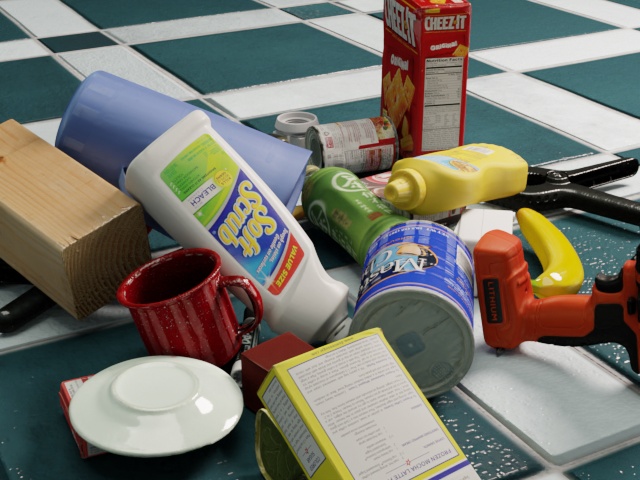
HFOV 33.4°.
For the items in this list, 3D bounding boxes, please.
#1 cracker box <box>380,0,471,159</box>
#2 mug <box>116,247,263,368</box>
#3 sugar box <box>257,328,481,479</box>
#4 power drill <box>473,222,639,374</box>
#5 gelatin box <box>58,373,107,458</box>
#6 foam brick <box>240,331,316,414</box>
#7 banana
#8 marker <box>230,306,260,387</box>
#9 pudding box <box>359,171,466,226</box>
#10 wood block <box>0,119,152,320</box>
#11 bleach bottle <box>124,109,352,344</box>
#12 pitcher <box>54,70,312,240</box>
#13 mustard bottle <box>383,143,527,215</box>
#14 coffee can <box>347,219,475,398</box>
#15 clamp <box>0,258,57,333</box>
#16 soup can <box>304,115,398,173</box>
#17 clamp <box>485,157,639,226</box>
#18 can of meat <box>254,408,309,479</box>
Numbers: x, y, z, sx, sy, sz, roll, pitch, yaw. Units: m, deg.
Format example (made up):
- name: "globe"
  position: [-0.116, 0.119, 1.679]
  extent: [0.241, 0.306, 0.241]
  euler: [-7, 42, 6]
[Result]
- name: "cracker box"
  position: [0.128, -0.212, 1.365]
  extent: [0.072, 0.214, 0.164]
  euler: [-6, 25, -12]
- name: "mug"
  position: [-0.105, 0.062, 0.908]
  extent: [0.117, 0.081, 0.093]
  euler: [-13, 26, 12]
- name: "sugar box"
  position: [0.043, 0.148, 0.693]
  extent: [0.093, 0.048, 0.176]
  euler: [-17, 65, -33]
- name: "power drill"
  position: [0.223, 0.034, 0.889]
  extent: [0.188, 0.184, 0.057]
  euler: [5, 23, 35]
- name: "gelatin box"
  position: [-0.155, 0.133, 0.845]
  extent: [0.089, 0.030, 0.073]
  euler: [-11, 28, -22]
- name: "foam brick"
  position: [-0.021, 0.117, 0.850]
  extent: [0.052, 0.051, 0.078]
  euler: [-20, 31, -34]
- name: "banana"
  position: [0.227, 0.016, 1.057]
  extent: [0.069, 0.037, 0.197]
  euler: [37, 21, -5]
- name: "marker"
  position: [-0.064, 0.090, 0.947]
  extent: [0.020, 0.020, 0.121]
  euler: [0, 25, 2]
- name: "pudding box"
  position: [0.096, -0.045, 1.211]
  extent: [0.089, 0.039, 0.114]
  euler: [-17, 30, -34]
- name: "wood block"
  position: [-0.262, -0.025, 1.014]
  extent: [0.206, 0.090, 0.090]
  euler: [32, 51, 33]
- name: "bleach bottle"
  position: [-0.056, 0.001, 0.960]
  extent: [0.251, 0.068, 0.102]
  euler: [43, 65, 8]
- name: "pitcher"
  position: [-0.141, -0.071, 1.073]
  extent: [0.243, 0.145, 0.149]
  euler: [24, -6, -1]
- name: "mustard bottle"
  position: [0.129, -0.062, 1.108]
  extent: [0.096, 0.058, 0.191]
  euler: [18, 20, 37]
- name: "coffee can"
  position: [0.081, 0.056, 0.917]
  extent: [0.103, 0.103, 0.140]
  euler: [3, 25, 7]
- name: "clamp"
  position: [-0.260, 0.032, 1.054]
  extent: [0.171, 0.039, 0.120]
  euler: [-18, 40, -32]
- name: "soup can"
  position: [0.038, -0.116, 1.334]
  extent: [0.102, 0.068, 0.068]
  euler: [-9, 26, -17]
- name: "clamp"
  position: [0.279, -0.056, 1.232]
  extent: [0.210, 0.036, 0.164]
  euler: [-2, 24, 3]
- name: "can of meat"
  position: [0.011, 0.155, 0.762]
  extent: [0.083, 0.057, 0.102]
  euler: [-9, 27, -24]
